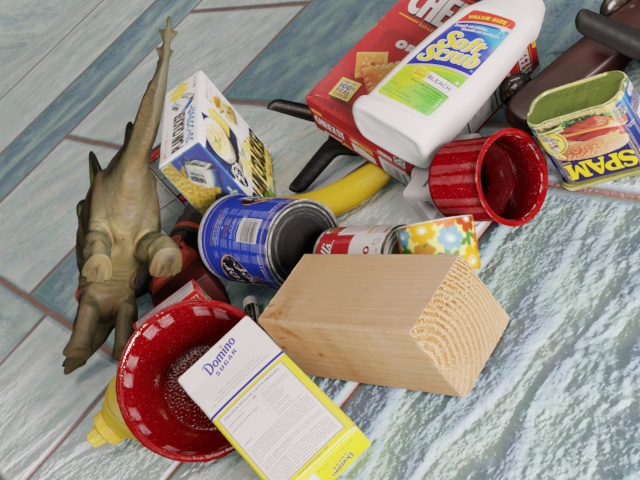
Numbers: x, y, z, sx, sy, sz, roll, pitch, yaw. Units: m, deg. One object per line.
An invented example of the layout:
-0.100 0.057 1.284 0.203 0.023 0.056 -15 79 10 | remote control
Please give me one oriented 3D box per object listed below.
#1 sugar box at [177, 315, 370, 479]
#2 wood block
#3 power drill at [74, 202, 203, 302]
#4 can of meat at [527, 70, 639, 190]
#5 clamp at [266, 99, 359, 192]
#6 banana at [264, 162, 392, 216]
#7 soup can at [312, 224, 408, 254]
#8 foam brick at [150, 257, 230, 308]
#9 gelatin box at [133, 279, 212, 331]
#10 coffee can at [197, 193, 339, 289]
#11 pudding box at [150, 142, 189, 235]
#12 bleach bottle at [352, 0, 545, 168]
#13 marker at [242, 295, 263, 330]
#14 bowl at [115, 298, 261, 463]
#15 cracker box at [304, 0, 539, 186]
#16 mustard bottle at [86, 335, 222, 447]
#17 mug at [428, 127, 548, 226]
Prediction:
-0.045 0.154 0.965 0.093 0.048 0.176 -43 46 -7 | sugar box
0.053 0.073 0.971 0.207 0.090 0.090 -1 47 50 | wood block
-0.226 0.024 1.404 0.188 0.057 0.184 -20 34 32 | power drill
0.253 -0.102 0.984 0.102 0.084 0.057 -14 37 38 | can of meat
0.014 -0.145 1.318 0.172 0.120 0.039 -26 0 18 | clamp
0.006 -0.055 1.248 0.198 0.037 0.069 -14 55 31 | banana
0.051 0.019 1.073 0.102 0.068 0.068 -2 46 48 | soup can
-0.153 0.069 1.262 0.078 0.051 0.053 -38 28 4 | foam brick
-0.153 0.098 1.197 0.089 0.073 0.030 -37 29 5 | gelatin box
-0.058 0.001 1.189 0.141 0.102 0.102 7 53 53 | coffee can
-0.209 -0.072 1.462 0.090 0.113 0.039 -33 32 12 | pudding box
0.149 -0.195 1.124 0.103 0.068 0.250 32 72 26 | bleach bottle
-0.070 0.100 1.153 0.020 0.020 0.121 -34 29 11 | marker
-0.118 0.142 1.064 0.162 0.055 0.162 -2 74 7 | bowl
0.114 -0.181 1.203 0.164 0.072 0.213 36 77 29 | cracker box
-0.174 0.159 1.147 0.192 0.058 0.096 -38 50 6 | mustard bottle
0.168 -0.063 1.039 0.117 0.093 0.082 -21 11 -32 | mug
